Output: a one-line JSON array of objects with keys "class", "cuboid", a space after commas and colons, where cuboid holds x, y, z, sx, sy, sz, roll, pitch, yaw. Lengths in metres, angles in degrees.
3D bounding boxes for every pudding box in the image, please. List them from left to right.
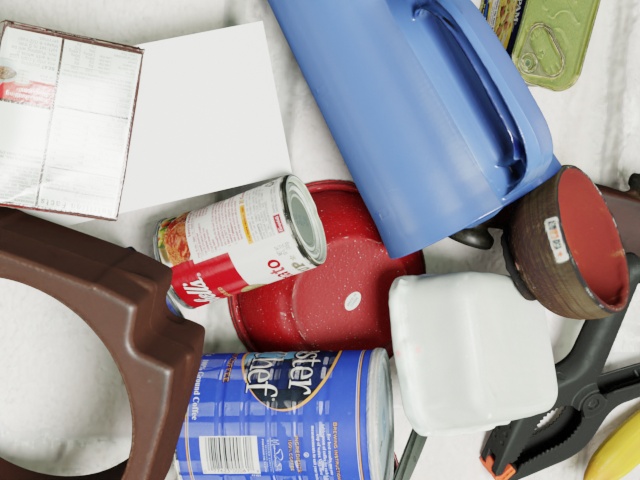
[{"class": "pudding box", "cuboid": [-0.163, -0.073, 0.667, 0.090, 0.039, 0.113, 9, 97, -19]}]

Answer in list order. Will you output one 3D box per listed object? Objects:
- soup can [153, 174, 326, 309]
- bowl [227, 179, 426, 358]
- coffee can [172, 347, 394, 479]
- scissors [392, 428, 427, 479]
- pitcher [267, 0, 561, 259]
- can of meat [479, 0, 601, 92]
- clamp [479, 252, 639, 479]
[{"class": "soup can", "cuboid": [-0.055, 0.001, 0.740, 0.102, 0.068, 0.068, -19, 106, 17]}, {"class": "bowl", "cuboid": [0.015, 0.038, 0.797, 0.162, 0.055, 0.162, -3, 100, -17]}, {"class": "coffee can", "cuboid": [-0.023, 0.128, 0.746, 0.140, 0.102, 0.103, -2, 100, 10]}, {"class": "scissors", "cuboid": [0.075, 0.105, 0.776, 0.016, 0.201, 0.096, -13, 100, 30]}, {"class": "pitcher", "cuboid": [0.056, -0.121, 0.721, 0.149, 0.144, 0.243, -28, 93, 23]}, {"class": "can of meat", "cuboid": [0.157, -0.164, 0.795, 0.057, 0.084, 0.102, 13, 94, -19]}, {"class": "clamp", "cuboid": [0.222, 0.124, 0.873, 0.164, 0.036, 0.210, 36, 100, -35]}]
